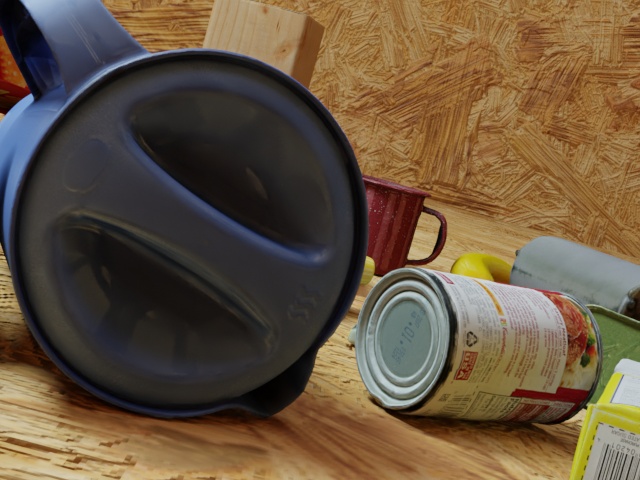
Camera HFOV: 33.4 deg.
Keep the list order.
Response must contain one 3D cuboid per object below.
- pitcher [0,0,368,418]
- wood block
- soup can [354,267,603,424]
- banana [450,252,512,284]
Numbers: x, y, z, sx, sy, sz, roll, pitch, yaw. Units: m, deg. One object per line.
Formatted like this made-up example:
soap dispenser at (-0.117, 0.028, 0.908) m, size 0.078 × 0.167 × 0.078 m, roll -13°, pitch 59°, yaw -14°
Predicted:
pitcher at (-0.091, -0.027, 0.480) m, size 0.144 × 0.149 × 0.243 m, roll 13°, pitch 3°, yaw -24°
wood block at (-0.071, -0.115, 0.999) m, size 0.090 × 0.206 × 0.090 m, roll 16°, pitch 7°, yaw 10°
soup can at (0.076, 0.052, 0.511) m, size 0.102 × 0.068 × 0.069 m, roll 10°, pitch 8°, yaw -36°
banana at (0.159, 0.035, 1.022) m, size 0.070 × 0.037 × 0.197 m, roll 17°, pitch 6°, yaw 24°
